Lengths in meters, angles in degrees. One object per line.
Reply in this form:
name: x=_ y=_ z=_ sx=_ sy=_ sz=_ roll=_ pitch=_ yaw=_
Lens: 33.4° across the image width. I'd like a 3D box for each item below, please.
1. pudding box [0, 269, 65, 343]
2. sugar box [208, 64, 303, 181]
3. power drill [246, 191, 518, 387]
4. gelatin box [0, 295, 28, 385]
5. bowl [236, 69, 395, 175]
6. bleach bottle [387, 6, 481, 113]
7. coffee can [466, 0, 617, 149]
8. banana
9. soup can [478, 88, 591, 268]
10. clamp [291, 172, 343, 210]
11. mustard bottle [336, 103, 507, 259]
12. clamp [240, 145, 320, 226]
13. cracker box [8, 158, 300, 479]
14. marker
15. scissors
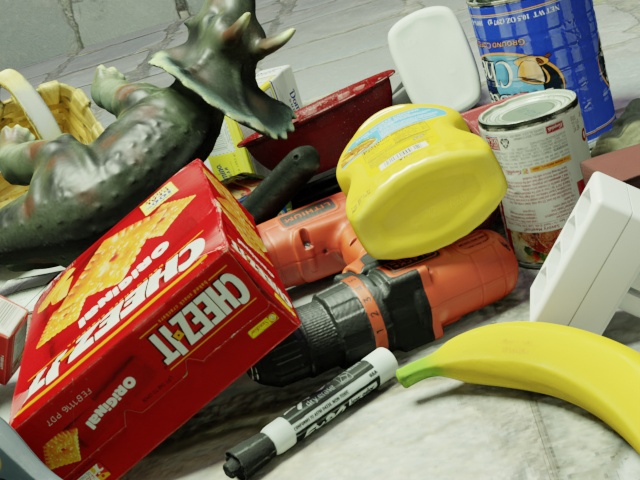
pudding box: x=-0.226 y=0.057 z=0.864 sx=0.114 sy=0.039 sz=0.090 roll=-12 pitch=19 yaw=21
sugar box: x=-0.064 y=-0.112 z=1.103 sx=0.048 sy=0.093 sz=0.176 roll=-10 pitch=20 yaw=21
power drill: x=0.012 y=0.028 z=0.714 sx=0.184 sy=0.057 sz=0.188 roll=-20 pitch=22 yaw=-17
gelatin box: x=-0.252 y=0.056 z=0.750 sx=0.089 sy=0.073 sz=0.030 roll=27 pitch=52 yaw=1
bowl: x=0.006 y=-0.099 z=0.984 sx=0.162 sy=0.055 sz=0.162 roll=-25 pitch=10 yaw=4
bleach bottle: x=0.121 y=-0.175 z=1.062 sx=0.068 sy=0.102 sz=0.250 roll=-21 pitch=6 yaw=12
coffee can: x=0.191 y=-0.151 z=0.914 sx=0.103 sy=0.140 sz=0.103 roll=-16 pitch=19 yaw=5
banana: x=0.124 y=0.074 z=0.526 sx=0.069 sy=0.037 sz=0.198 roll=-46 pitch=28 yaw=-21
soup can: x=0.148 y=-0.042 z=0.711 sx=0.068 sy=0.102 sz=0.068 roll=-16 pitch=19 yaw=5
clamp: x=0.064 y=-0.065 z=0.947 sx=0.165 sy=0.036 sz=0.209 roll=-6 pitch=18 yaw=47
mustard bottle: x=0.059 y=-0.051 z=0.719 sx=0.096 sy=0.058 sz=0.191 roll=-29 pitch=19 yaw=6
clamp: x=-0.055 y=0.001 z=0.826 sx=0.171 sy=0.120 sz=0.039 roll=-31 pitch=54 yaw=7
cracker box: x=-0.109 y=0.044 z=0.669 sx=0.164 sy=0.072 sz=0.214 roll=-41 pitch=19 yaw=4
marker: x=-0.005 y=0.096 z=0.594 sx=0.120 sy=0.020 sz=0.020 roll=-30 pitch=23 yaw=-31
scissors: x=-0.133 y=0.120 z=0.541 sx=0.202 sy=0.096 sz=0.016 roll=-8 pitch=23 yaw=35
